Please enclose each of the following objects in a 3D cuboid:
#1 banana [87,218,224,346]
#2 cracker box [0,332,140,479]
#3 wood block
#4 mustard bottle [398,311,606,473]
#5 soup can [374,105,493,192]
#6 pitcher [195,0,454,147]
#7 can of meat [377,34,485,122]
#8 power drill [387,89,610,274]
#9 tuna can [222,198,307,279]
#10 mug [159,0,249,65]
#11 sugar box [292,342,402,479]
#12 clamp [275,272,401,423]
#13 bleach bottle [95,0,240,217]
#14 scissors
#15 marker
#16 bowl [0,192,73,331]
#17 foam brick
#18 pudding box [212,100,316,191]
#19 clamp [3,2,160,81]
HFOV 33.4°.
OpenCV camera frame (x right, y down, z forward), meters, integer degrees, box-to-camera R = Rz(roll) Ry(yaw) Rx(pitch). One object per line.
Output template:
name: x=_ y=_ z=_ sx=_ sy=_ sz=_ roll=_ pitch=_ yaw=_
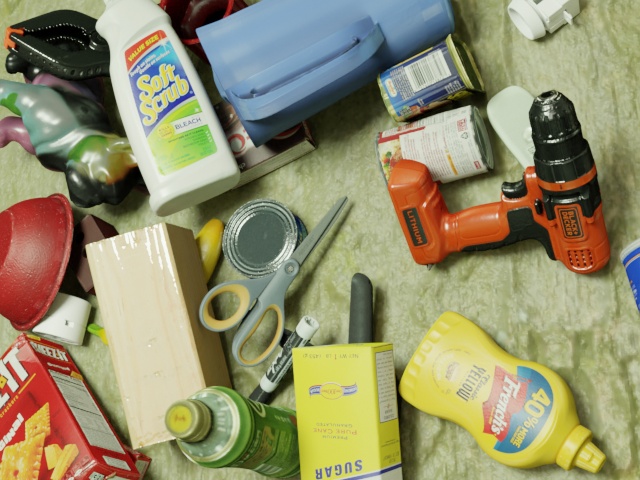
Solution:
banana: x=-0.170 y=0.059 z=1.151 sx=0.198 sy=0.037 sz=0.070 roll=-39 pitch=66 yaw=9
cracker box: x=-0.302 y=0.225 z=1.111 sx=0.164 sy=0.072 sz=0.214 roll=-49 pitch=50 yaw=7
wood block: x=-0.158 y=0.095 z=1.076 sx=0.090 sy=0.090 sz=0.206 roll=-16 pitch=83 yaw=9
mustard bottle: x=0.171 y=0.150 z=0.967 sx=0.192 sy=0.058 sz=0.096 roll=32 pitch=90 yaw=27
soup can: x=0.113 y=-0.088 z=1.055 sx=0.102 sy=0.068 sz=0.068 roll=-15 pitch=70 yaw=18
pitcher: x=0.009 y=-0.199 z=1.065 sx=0.243 sy=0.145 sz=0.149 roll=-27 pitch=70 yaw=2
can of meat: x=0.109 y=-0.157 z=1.058 sx=0.084 sy=0.102 sz=0.057 roll=-24 pitch=88 yaw=18
power drill: x=0.161 y=-0.045 z=0.977 sx=0.188 sy=0.184 sz=0.057 roll=-4 pitch=33 yaw=29
tuna can: x=-0.057 y=0.001 z=1.121 sx=0.086 sy=0.033 sz=0.086 roll=-7 pitch=72 yaw=21
mug: x=-0.116 y=-0.236 z=1.188 sx=0.093 sy=0.081 sz=0.117 roll=-32 pitch=65 yaw=12
sugar box: x=0.026 y=0.185 z=0.993 sx=0.094 sy=0.048 sz=0.176 roll=-6 pitch=85 yaw=36
clamp: x=0.036 y=0.120 z=1.040 sx=0.120 sy=0.039 sz=0.171 roll=-48 pitch=64 yaw=26
bleach bottle: x=-0.177 y=-0.157 z=1.120 sx=0.102 sy=0.068 sz=0.251 roll=-24 pitch=80 yaw=-12
scissors: x=-0.051 y=0.027 z=1.071 sx=0.096 sy=0.016 sz=0.201 roll=25 pitch=79 yaw=-11
marker: x=-0.038 y=0.124 z=1.062 sx=0.020 sy=0.020 sz=0.121 roll=48 pitch=121 yaw=27
bowl: x=-0.336 y=0.017 z=1.185 sx=0.162 sy=0.055 sz=0.162 roll=-29 pitch=52 yaw=45
foam brick: x=-0.245 y=0.019 z=1.186 sx=0.053 sy=0.051 sz=0.078 roll=-41 pitch=63 yaw=7
pudding box: x=-0.071 y=-0.118 z=1.158 sx=0.114 sy=0.039 sz=0.090 roll=-27 pitch=67 yaw=14
clamp: x=-0.242 y=-0.221 z=1.192 sx=0.209 sy=0.036 sz=0.164 roll=8 pitch=53 yaw=-17
